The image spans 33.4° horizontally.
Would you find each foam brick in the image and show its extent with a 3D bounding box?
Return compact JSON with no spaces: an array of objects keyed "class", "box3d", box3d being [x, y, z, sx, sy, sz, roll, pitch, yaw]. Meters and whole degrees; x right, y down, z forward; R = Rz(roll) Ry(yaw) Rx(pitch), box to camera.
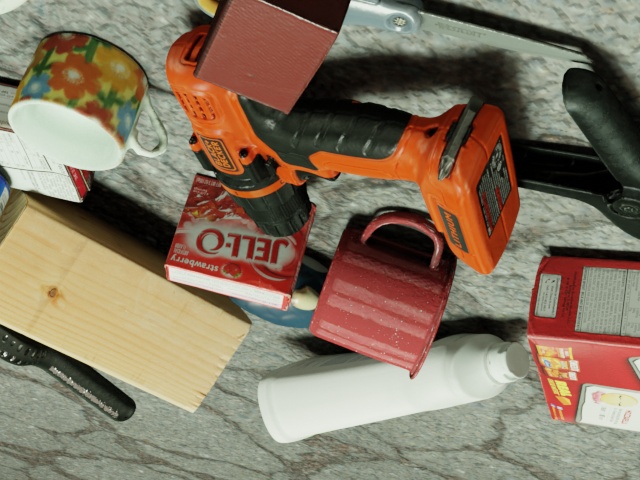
[{"class":"foam brick","box3d":[-0.021,-0.105,0.494,0.051,0.053,0.078,22,152,-11]}]

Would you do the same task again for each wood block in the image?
[{"class":"wood block","box3d":[-0.168,0.042,0.829,0.205,0.091,0.090,32,-176,-31]}]

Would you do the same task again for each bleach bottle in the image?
[{"class":"bleach bottle","box3d":[0.062,0.119,0.896,0.102,0.068,0.251,-16,178,-43]}]

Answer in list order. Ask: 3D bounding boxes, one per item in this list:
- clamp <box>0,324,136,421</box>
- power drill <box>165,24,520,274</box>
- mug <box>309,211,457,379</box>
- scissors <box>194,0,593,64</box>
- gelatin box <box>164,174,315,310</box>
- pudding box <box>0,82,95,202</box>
[{"class":"clamp","box3d":[-0.263,0.075,0.938,0.165,0.036,0.209,44,-177,39]},{"class":"power drill","box3d":[0.015,-0.038,0.610,0.188,0.057,0.184,15,157,24]},{"class":"mug","box3d":[0.045,0.031,0.743,0.081,0.093,0.117,20,123,1]},{"class":"scissors","box3d":[0.030,-0.122,0.512,0.202,0.016,0.096,7,153,15]},{"class":"gelatin box","box3d":[-0.055,0.001,0.739,0.089,0.073,0.030,14,155,2]},{"class":"pudding box","box3d":[-0.216,-0.071,0.724,0.113,0.039,0.090,11,155,5]}]
